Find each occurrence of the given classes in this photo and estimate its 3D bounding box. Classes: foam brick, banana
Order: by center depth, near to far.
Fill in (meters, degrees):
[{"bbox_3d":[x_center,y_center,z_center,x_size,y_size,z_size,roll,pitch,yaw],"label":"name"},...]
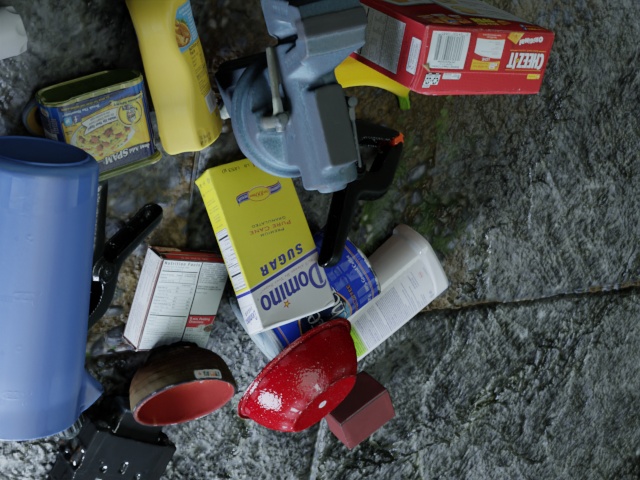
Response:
[{"bbox_3d":[0.034,-0.173,1.162,0.197,0.037,0.070,-3,115,-35],"label":"banana"},{"bbox_3d":[0.048,0.217,1.369,0.078,0.053,0.051,-34,129,-16],"label":"foam brick"}]

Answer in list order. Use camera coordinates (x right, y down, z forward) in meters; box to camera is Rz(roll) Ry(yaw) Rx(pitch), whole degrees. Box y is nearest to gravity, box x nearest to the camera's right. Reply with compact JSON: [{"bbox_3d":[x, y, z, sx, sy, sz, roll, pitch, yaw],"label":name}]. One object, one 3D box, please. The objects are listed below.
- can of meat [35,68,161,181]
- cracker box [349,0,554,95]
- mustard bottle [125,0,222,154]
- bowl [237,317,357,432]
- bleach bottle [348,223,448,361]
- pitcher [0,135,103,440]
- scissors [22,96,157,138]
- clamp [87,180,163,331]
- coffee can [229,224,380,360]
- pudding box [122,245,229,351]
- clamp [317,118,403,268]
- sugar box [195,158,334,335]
[{"bbox_3d":[-0.205,-0.106,0.986,0.102,0.058,0.084,-22,121,-26],"label":"can of meat"},{"bbox_3d":[0.099,-0.210,1.070,0.163,0.214,0.072,-5,118,-34],"label":"cracker box"},{"bbox_3d":[-0.140,-0.183,0.989,0.058,0.096,0.191,-7,114,10],"label":"mustard bottle"},{"bbox_3d":[-0.012,0.160,1.176,0.162,0.055,0.162,-35,158,-17],"label":"bowl"},{"bbox_3d":[0.037,0.096,1.291,0.250,0.068,0.102,-40,131,-10],"label":"bleach bottle"},{"bbox_3d":[-0.268,0.038,0.914,0.149,0.145,0.243,-19,123,-59],"label":"pitcher"},{"bbox_3d":[-0.201,-0.125,1.029,0.201,0.016,0.096,-33,129,-18],"label":"scissors"},{"bbox_3d":[-0.215,0.022,1.054,0.120,0.039,0.171,16,96,-56],"label":"clamp"},{"bbox_3d":[-0.017,0.063,1.205,0.140,0.103,0.103,-37,130,-15],"label":"coffee can"},{"bbox_3d":[-0.154,0.064,1.149,0.089,0.039,0.113,6,108,-38],"label":"pudding box"},{"bbox_3d":[0.021,-0.086,1.163,0.209,0.036,0.164,-42,105,-45],"label":"clamp"},{"bbox_3d":[-0.057,0.001,1.119,0.093,0.048,0.176,-19,84,-28],"label":"sugar box"}]
